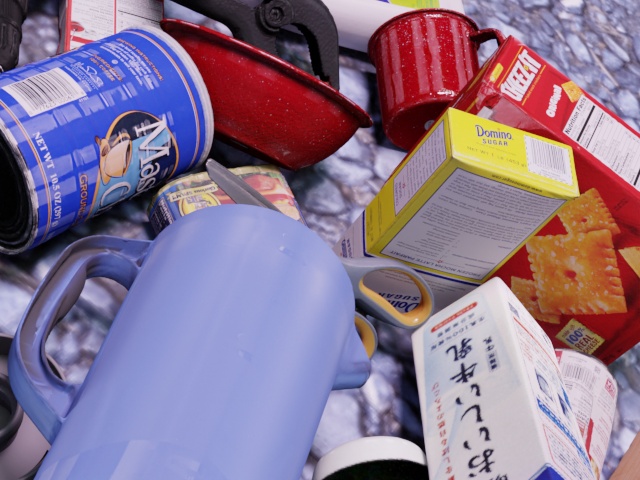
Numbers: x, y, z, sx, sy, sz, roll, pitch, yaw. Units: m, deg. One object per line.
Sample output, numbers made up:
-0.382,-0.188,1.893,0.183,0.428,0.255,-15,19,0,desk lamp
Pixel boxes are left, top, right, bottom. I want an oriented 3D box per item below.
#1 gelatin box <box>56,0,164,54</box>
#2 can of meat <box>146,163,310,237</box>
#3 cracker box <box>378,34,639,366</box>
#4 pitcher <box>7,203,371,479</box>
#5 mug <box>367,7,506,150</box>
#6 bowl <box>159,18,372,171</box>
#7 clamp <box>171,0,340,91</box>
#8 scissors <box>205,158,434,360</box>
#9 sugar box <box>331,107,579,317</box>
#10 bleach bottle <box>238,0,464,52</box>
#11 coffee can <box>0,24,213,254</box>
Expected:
-0.150,-0.145,0.767,0.073,0.030,0.089,11,54,-25,gelatin box
-0.054,0.001,0.704,0.101,0.058,0.084,-10,63,-34,can of meat
0.164,-0.015,0.766,0.213,0.164,0.072,37,46,-2,cracker box
-0.073,0.087,0.539,0.242,0.149,0.145,-70,143,-60,pitcher
0.097,-0.127,0.842,0.093,0.117,0.081,35,43,-51,mug
-0.047,-0.091,0.735,0.162,0.162,0.055,25,89,-13,bowl
-0.049,-0.170,0.805,0.120,0.039,0.171,-30,106,-3,clamp
-0.012,0.026,0.667,0.201,0.096,0.016,24,17,-34,scissors
0.080,-0.009,0.704,0.093,0.176,0.048,16,55,-20,sugar box
-0.009,-0.205,0.867,0.250,0.068,0.102,5,57,-24,bleach bottle
-0.151,-0.065,0.663,0.140,0.103,0.103,-31,77,-40,coffee can
